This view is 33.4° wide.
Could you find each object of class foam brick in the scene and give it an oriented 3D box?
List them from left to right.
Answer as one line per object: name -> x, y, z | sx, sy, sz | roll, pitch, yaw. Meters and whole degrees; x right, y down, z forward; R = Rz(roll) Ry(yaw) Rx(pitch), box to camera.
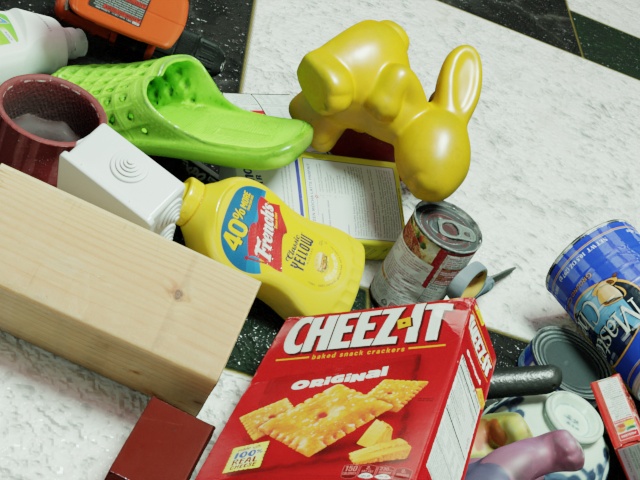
foam brick -> -0.114, 0.157, 0.733 | 0.051, 0.053, 0.078 | 28, 38, -1

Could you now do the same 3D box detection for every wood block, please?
wood block -> -0.161, 0.039, 0.788 | 0.206, 0.090, 0.090 | 25, 61, -4

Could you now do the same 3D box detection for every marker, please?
marker -> -0.121, -0.069, 1.015 | 0.121, 0.020, 0.020 | 35, 38, 9

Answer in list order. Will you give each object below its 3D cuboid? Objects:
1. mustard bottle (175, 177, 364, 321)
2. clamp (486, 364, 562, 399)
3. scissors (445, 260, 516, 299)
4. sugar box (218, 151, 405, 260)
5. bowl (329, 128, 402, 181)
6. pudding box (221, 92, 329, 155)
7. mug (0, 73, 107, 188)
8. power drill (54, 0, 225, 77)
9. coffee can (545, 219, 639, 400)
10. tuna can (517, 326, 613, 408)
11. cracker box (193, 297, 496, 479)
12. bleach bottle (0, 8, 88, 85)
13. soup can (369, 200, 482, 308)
mustard bottle -> -0.056, 0.001, 0.904 | 0.191, 0.058, 0.096 | 31, 59, -19
clamp -> 0.104, 0.115, 0.909 | 0.171, 0.039, 0.120 | -13, 22, -21
scissors -> 0.144, 0.058, 1.023 | 0.016, 0.096, 0.201 | 37, 7, 18
sugar box -> -0.007, -0.034, 1.005 | 0.176, 0.048, 0.093 | 5, 67, -25
bowl -> 0.050, -0.107, 1.112 | 0.162, 0.055, 0.162 | 30, 17, -11
pudding box -> -0.050, -0.101, 1.081 | 0.089, 0.039, 0.113 | -4, 50, -35
mug -> -0.248, -0.083, 0.902 | 0.117, 0.082, 0.093 | 10, 42, -23
power drill -> -0.173, -0.212, 1.044 | 0.184, 0.057, 0.188 | 20, -1, -11
coffee can -> 0.293, 0.064, 0.996 | 0.102, 0.103, 0.140 | -5, 47, -36
tuna can -> 0.228, 0.123, 0.999 | 0.086, 0.034, 0.086 | 17, 39, -15
cracker box -> 0.022, 0.129, 0.759 | 0.164, 0.072, 0.213 | -8, 28, 24
bleach bottle -> -0.320, -0.167, 0.972 | 0.250, 0.068, 0.103 | -15, 56, -45
soup can -> 0.095, 0.021, 0.977 | 0.068, 0.102, 0.068 | 17, 39, -14
